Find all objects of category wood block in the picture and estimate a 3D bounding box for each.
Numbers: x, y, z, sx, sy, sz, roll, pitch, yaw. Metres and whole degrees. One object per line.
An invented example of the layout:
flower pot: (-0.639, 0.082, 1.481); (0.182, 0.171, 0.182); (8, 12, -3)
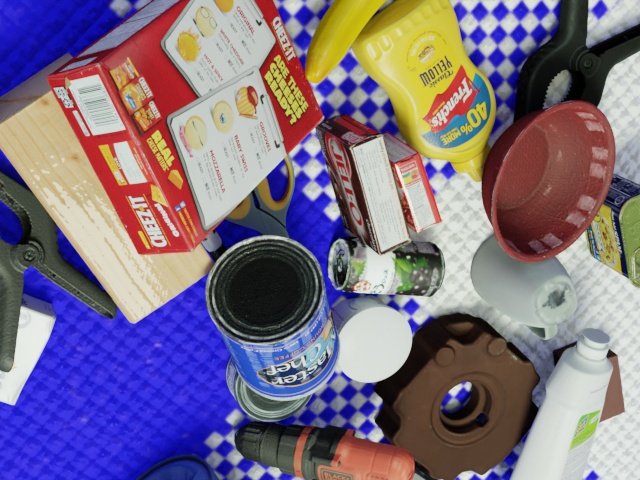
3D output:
wood block: (-0.188, -0.043, 0.911); (0.090, 0.091, 0.206); (-34, 116, -6)

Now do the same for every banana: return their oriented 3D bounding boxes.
banana: (0.049, -0.219, 0.946); (0.198, 0.070, 0.037); (-44, 117, 0)

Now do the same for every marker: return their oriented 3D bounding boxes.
marker: (-0.114, -0.019, 0.985); (0.020, 0.020, 0.121); (-34, 116, -6)

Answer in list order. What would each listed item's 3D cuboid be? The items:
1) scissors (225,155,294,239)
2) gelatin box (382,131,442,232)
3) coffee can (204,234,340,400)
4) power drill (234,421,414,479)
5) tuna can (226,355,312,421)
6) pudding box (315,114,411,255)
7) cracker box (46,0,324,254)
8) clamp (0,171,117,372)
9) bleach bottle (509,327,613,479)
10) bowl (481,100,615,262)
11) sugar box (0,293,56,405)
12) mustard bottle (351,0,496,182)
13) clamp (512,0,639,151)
scissors: (-0.057, 0.001, 1.015); (0.096, 0.016, 0.202); (-10, 111, -14)
gelatin box: (0.075, -0.056, 1.000); (0.030, 0.089, 0.073); (-24, 114, -9)
coffee can: (-0.039, 0.072, 0.955); (0.102, 0.103, 0.140); (-29, 153, -8)
power drill: (0.008, 0.264, 1.073); (0.185, 0.057, 0.187); (8, 129, 23)
tuna can: (-0.048, 0.134, 1.053); (0.086, 0.034, 0.086); (-6, 110, -18)
pudding box: (0.039, -0.053, 0.988); (0.039, 0.090, 0.113); (-24, 115, -11)
cracker box: (-0.102, -0.114, 0.869); (0.213, 0.072, 0.164); (-50, 126, -43)
clamp: (-0.246, 0.017, 0.922); (0.120, 0.039, 0.171); (-18, 95, -42)
bleach bottle: (0.257, 0.200, 1.123); (0.102, 0.068, 0.251); (-23, 134, -47)
bowl: (0.207, -0.063, 1.021); (0.161, 0.055, 0.162); (-17, 121, -31)
sugar box: (-0.329, 0.071, 0.926); (0.176, 0.048, 0.093); (24, 98, -24)
mustard bottle: (0.112, -0.134, 1.004); (0.096, 0.058, 0.191); (-37, 116, -10)
clamp: (0.265, -0.179, 1.054); (0.164, 0.036, 0.210); (20, 103, -26)
